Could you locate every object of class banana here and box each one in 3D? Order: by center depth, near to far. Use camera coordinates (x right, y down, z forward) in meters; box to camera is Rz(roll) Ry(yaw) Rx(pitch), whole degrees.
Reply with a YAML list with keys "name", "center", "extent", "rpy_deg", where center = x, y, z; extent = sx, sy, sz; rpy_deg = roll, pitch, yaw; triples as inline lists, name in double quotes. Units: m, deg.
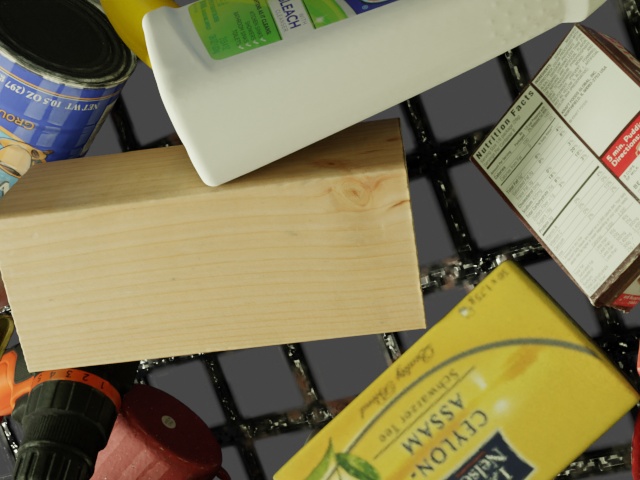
- name: "banana"
  center: [-0.058, -0.108, 0.598]
  extent: [0.198, 0.069, 0.037]
  rpy_deg: [24, 139, 16]

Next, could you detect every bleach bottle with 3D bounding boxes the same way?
- name: "bleach bottle"
  center: [0.044, -0.114, 0.510]
  extent: [0.251, 0.102, 0.068]
  rpy_deg: [-23, 129, 1]

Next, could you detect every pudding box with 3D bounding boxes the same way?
- name: "pudding box"
  center: [0.136, -0.036, 0.514]
  extent: [0.090, 0.039, 0.113]
  rpy_deg: [-54, 47, 26]

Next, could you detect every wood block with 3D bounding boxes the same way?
- name: "wood block"
  center: [-0.054, 0.000, 0.563]
  extent: [0.206, 0.090, 0.091]
  rpy_deg: [-7, 111, 5]

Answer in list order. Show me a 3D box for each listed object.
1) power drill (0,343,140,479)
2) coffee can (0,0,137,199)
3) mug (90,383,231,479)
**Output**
- name: "power drill"
  center: [-0.189, 0.111, 0.661]
  extent: [0.188, 0.184, 0.057]
  rpy_deg: [-28, 124, 32]
- name: "coffee can"
  center: [-0.184, -0.074, 0.631]
  extent: [0.103, 0.102, 0.140]
  rpy_deg: [43, 123, 9]
- name: "mug"
  center: [-0.106, 0.150, 0.672]
  extent: [0.117, 0.093, 0.081]
  rpy_deg: [33, 102, -26]
